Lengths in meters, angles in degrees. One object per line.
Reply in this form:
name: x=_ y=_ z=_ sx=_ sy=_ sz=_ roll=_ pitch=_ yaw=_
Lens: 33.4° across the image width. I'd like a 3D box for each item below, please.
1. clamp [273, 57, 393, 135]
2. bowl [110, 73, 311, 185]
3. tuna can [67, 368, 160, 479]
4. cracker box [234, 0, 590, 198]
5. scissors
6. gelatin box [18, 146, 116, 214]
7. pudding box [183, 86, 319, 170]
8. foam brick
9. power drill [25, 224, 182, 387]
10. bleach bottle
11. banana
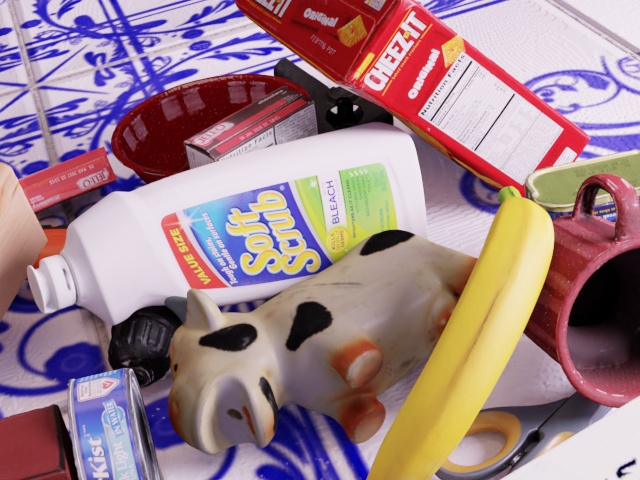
clamp: x=0.029 y=-0.116 z=0.897 sx=0.120 sy=0.039 sz=0.171 roll=-16 pitch=41 yaw=0
bowl: x=-0.082 y=-0.073 z=0.851 sx=0.162 sy=0.055 sz=0.162 roll=-7 pitch=35 yaw=5
tuna can: x=-0.108 y=0.112 z=0.568 sx=0.033 sy=0.086 sz=0.086 roll=-13 pitch=35 yaw=-7
cracker box: x=0.064 y=-0.118 z=0.752 sx=0.072 sy=0.213 sz=0.164 roll=-57 pitch=40 yaw=8
scissors: x=0.134 y=0.088 z=0.598 sx=0.096 sy=0.016 sz=0.201 roll=10 pitch=37 yaw=31
gelatin box: x=-0.203 y=-0.044 z=0.835 sx=0.073 sy=0.030 sz=0.089 roll=-24 pitch=8 yaw=-18
pudding box: x=-0.041 y=-0.037 z=0.737 sx=0.089 sy=0.113 sz=0.039 roll=-33 pitch=43 yaw=-29
foam brick: x=-0.149 y=0.135 z=0.553 sx=0.053 sy=0.078 sz=0.051 roll=-15 pitch=34 yaw=-10
power drill: x=-0.174 y=0.033 z=0.727 sx=0.188 sy=0.057 sz=0.184 roll=-4 pitch=37 yaw=7
bleach bottle: x=-0.054 y=0.001 z=0.666 sx=0.250 sy=0.102 sz=0.068 roll=-18 pitch=22 yaw=-25
banana: x=0.078 y=0.054 z=0.552 sx=0.037 sy=0.070 sz=0.197 roll=28 pitch=77 yaw=2
